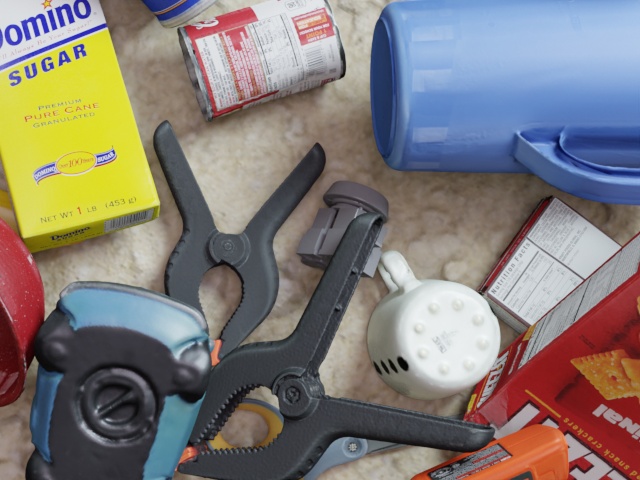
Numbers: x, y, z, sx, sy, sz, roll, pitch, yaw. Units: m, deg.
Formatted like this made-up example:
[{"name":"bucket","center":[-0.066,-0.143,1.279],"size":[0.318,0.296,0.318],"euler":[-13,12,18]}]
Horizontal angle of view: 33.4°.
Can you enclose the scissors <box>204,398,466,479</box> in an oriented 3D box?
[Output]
[{"name":"scissors","center":[0.006,0.129,0.742],"size":[0.201,0.016,0.096],"euler":[-27,87,-8]}]

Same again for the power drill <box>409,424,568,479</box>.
[{"name":"power drill","center":[0.145,0.215,0.661],"size":[0.184,0.057,0.187],"euler":[-21,93,-7]}]

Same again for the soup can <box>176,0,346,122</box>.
[{"name":"soup can","center":[-0.040,-0.129,0.740],"size":[0.102,0.068,0.068],"euler":[-19,86,-7]}]

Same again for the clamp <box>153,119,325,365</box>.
[{"name":"clamp","center":[-0.055,0.001,0.740],"size":[0.120,0.039,0.171],"euler":[-1,87,-1]}]

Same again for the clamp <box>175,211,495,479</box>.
[{"name":"clamp","center":[-0.003,0.104,0.685],"size":[0.210,0.036,0.165],"euler":[-37,72,13]}]

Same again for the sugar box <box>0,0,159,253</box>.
[{"name":"sugar box","center":[-0.176,-0.088,0.717],"size":[0.093,0.048,0.176],"euler":[-15,79,-17]}]

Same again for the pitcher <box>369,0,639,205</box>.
[{"name":"pitcher","center":[0.160,-0.094,0.685],"size":[0.242,0.149,0.145],"euler":[-2,95,-6]}]

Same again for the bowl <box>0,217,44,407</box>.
[{"name":"bowl","center":[-0.229,0.026,0.682],"size":[0.162,0.162,0.055],"euler":[47,49,1]}]

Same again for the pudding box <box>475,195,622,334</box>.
[{"name":"pudding box","center":[0.179,0.036,0.757],"size":[0.113,0.039,0.090],"euler":[37,82,1]}]
